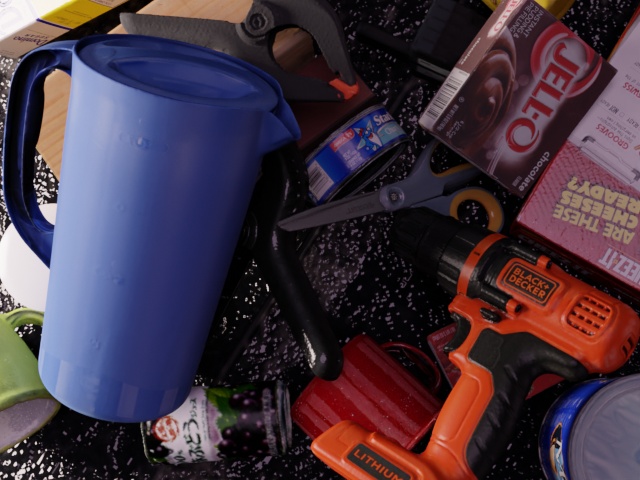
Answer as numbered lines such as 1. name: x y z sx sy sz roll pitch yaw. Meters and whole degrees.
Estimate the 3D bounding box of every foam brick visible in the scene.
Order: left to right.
1. foam brick: -0.003 -0.099 0.807 0.078 0.053 0.051 -37 81 -2

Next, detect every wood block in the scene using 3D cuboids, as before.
1. wood block: -0.113 -0.117 0.799 0.206 0.090 0.091 -36 82 -2

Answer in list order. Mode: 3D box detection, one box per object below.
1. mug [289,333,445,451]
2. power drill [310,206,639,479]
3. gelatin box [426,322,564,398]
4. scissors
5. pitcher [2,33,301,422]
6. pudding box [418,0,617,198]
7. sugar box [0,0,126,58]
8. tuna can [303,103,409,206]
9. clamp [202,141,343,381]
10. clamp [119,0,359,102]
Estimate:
1. mug: 0.040 0.114 0.759 0.081 0.093 0.117 42 54 11
2. power drill: 0.078 0.078 0.674 0.185 0.057 0.187 29 79 36
3. gelatin box: 0.133 0.083 0.781 0.089 0.030 0.073 -26 81 0
4. scissors: 0.063 -0.016 0.760 0.201 0.016 0.096 -34 97 -34
5. pitcher: -0.125 -0.009 0.706 0.149 0.144 0.243 41 123 45
6. pudding box: 0.135 -0.100 0.738 0.090 0.039 0.113 33 100 -21
7. sugar box: -0.192 -0.214 0.807 0.176 0.048 0.093 -20 80 24
8. tuna can: 0.024 -0.059 0.782 0.086 0.086 0.034 -39 83 -2
9. clamp: -0.055 0.001 0.764 0.165 0.036 0.210 -12 78 41
10. clamp: -0.051 -0.144 0.733 0.120 0.039 0.171 -44 88 15
